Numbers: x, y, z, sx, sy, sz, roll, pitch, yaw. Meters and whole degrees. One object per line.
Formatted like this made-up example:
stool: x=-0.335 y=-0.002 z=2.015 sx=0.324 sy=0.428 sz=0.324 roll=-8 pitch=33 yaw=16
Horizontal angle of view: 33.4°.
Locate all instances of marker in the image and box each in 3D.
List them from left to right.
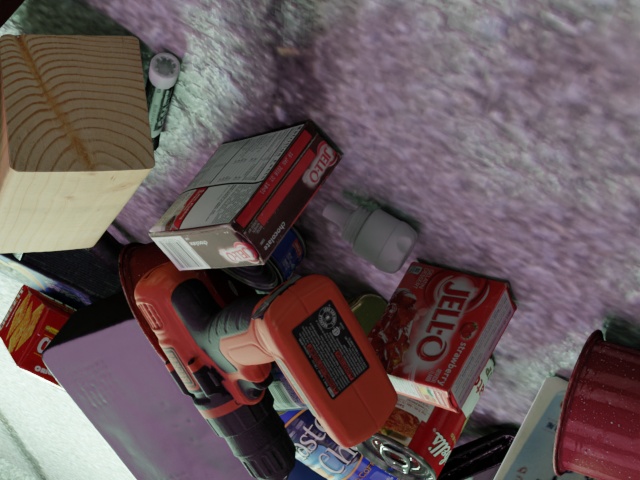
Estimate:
marker: x=-0.112 y=-0.090 z=0.724 sx=0.020 sy=0.020 sz=0.121 roll=34 pitch=155 yaw=-1

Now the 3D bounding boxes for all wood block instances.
wood block: x=-0.188 y=-0.060 z=0.747 sx=0.090 sy=0.091 sz=0.206 roll=-3 pitch=167 yaw=-23

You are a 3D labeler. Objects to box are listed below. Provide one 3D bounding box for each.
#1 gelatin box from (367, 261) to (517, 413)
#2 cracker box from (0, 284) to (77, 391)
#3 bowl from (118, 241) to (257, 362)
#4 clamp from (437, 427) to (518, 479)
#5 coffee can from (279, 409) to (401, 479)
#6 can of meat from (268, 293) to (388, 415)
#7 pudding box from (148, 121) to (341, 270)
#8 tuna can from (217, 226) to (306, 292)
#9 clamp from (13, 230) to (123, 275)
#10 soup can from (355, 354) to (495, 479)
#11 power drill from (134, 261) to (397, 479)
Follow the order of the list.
gelatin box: x=0.074 y=0.060 z=0.689 sx=0.073 sy=0.089 sz=0.030 roll=14 pitch=148 yaw=36
cracker box: x=-0.237 y=0.117 z=1.102 sx=0.164 sy=0.072 sz=0.214 roll=30 pitch=174 yaw=-21
bowl: x=-0.089 y=0.054 z=0.860 sx=0.162 sy=0.055 sz=0.162 roll=51 pitch=-167 yaw=-17
clamp: x=0.092 y=0.207 z=0.930 sx=0.036 sy=0.164 sz=0.210 roll=48 pitch=176 yaw=-8
coffee can: x=0.017 y=0.149 z=0.903 sx=0.140 sy=0.102 sz=0.103 roll=35 pitch=155 yaw=-4
can of meat: x=0.001 y=0.085 z=0.808 sx=0.084 sy=0.102 sz=0.057 roll=-17 pitch=109 yaw=56
pudding box: x=-0.050 y=-0.026 z=0.681 sx=0.039 sy=0.090 sz=0.114 roll=49 pitch=152 yaw=-24
tuna can: x=-0.055 y=0.001 z=0.803 sx=0.086 sy=0.033 sz=0.086 roll=27 pitch=155 yaw=14
clamp: x=-0.248 y=-0.032 z=0.945 sx=0.120 sy=0.039 sz=0.171 roll=-3 pitch=134 yaw=18
soup can: x=0.076 y=0.117 z=0.776 sx=0.068 sy=0.102 sz=0.068 roll=27 pitch=155 yaw=14
power drill: x=-0.035 y=0.093 z=0.712 sx=0.188 sy=0.057 sz=0.184 roll=-10 pitch=116 yaw=54
